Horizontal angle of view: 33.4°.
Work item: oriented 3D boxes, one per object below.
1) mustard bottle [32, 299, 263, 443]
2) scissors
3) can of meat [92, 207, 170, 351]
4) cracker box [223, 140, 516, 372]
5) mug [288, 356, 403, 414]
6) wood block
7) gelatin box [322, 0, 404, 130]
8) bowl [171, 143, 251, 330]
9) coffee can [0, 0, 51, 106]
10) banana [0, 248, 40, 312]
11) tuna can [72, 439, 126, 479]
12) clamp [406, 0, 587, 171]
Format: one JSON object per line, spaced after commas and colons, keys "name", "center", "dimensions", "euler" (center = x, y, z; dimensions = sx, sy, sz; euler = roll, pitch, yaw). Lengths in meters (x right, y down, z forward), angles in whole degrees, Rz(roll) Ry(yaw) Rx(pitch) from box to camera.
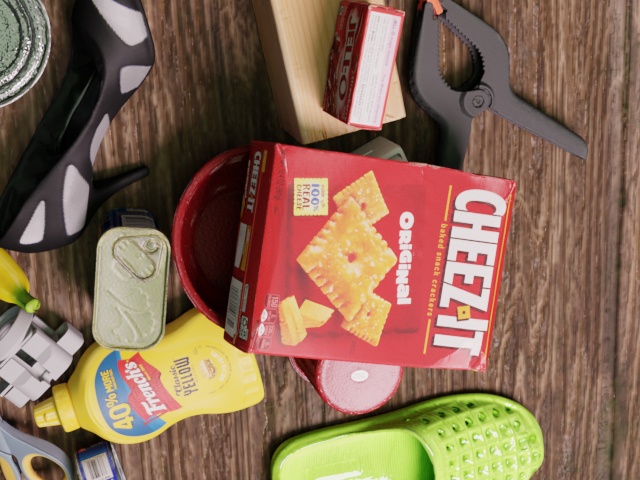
{"name": "mustard bottle", "center": [-0.151, 0.121, 0.918], "dimensions": [0.191, 0.058, 0.096], "euler": [-17, 102, -10]}
{"name": "scissors", "center": [-0.257, 0.150, 0.882], "dimensions": [0.096, 0.016, 0.202], "euler": [3, 124, -2]}
{"name": "can of meat", "center": [-0.157, 0.028, 0.876], "dimensions": [0.057, 0.084, 0.102], "euler": [2, 105, -13]}
{"name": "cracker box", "center": [0.041, 0.015, 0.857], "dimensions": [0.213, 0.072, 0.164], "euler": [7, 95, -21]}
{"name": "mug", "center": [0.019, 0.093, 0.946], "dimensions": [0.093, 0.081, 0.117], "euler": [-29, 111, -7]}
{"name": "wood block", "center": [-0.004, -0.193, 0.856], "dimensions": [0.090, 0.090, 0.206], "euler": [-16, 109, -10]}
{"name": "gelatin box", "center": [0.030, -0.132, 0.793], "dimensions": [0.030, 0.073, 0.089], "euler": [6, 103, -17]}
{"name": "bowl", "center": [-0.056, 0.001, 0.900], "dimensions": [0.161, 0.055, 0.162], "euler": [1, 88, -25]}
{"name": "coffee can", "center": [-0.249, -0.154, 0.770], "dimensions": [0.102, 0.140, 0.103], "euler": [-4, 106, -15]}
{"name": "banana", "center": [-0.298, -0.013, 0.836], "dimensions": [0.197, 0.070, 0.037], "euler": [40, 67, -13]}
{"name": "tuna can", "center": [-0.184, 0.217, 0.921], "dimensions": [0.033, 0.086, 0.086], "euler": [-20, 109, -12]}
{"name": "clamp", "center": [0.127, -0.115, 0.942], "dimensions": [0.164, 0.036, 0.210], "euler": [-35, 109, -5]}
